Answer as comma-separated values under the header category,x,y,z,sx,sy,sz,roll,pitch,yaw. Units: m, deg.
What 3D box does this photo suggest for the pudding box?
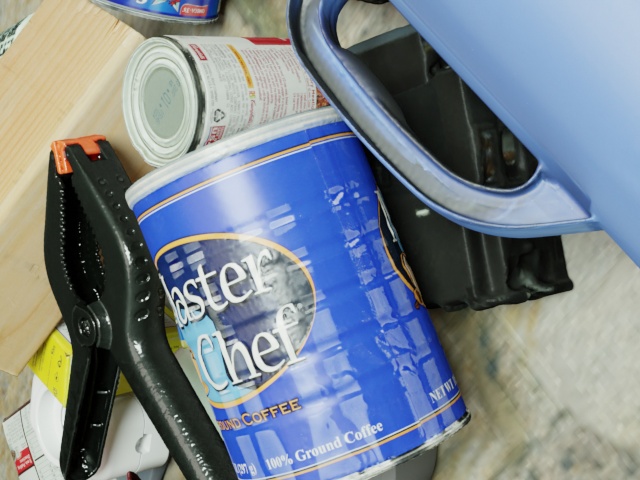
category,x,y,z,sx,sy,sz,roll,pitch,yaw
pudding box,-0.193,0.170,0.805,0.090,0.039,0.113,-35,73,44

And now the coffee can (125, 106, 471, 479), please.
category,x,y,z,sx,sy,sz,roll,pitch,yaw
coffee can,-0.010,0.027,0.452,0.103,0.102,0.140,-24,87,46

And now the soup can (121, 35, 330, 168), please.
category,x,y,z,sx,sy,sz,roll,pitch,yaw
soup can,-0.043,-0.073,0.557,0.069,0.102,0.068,10,104,46

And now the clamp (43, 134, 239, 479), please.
category,x,y,z,sx,sy,sz,roll,pitch,yaw
clamp,-0.118,0.049,0.589,0.165,0.036,0.210,-15,90,48

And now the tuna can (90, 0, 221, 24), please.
category,x,y,z,sx,sy,sz,roll,pitch,yaw
tuna can,-0.097,-0.153,0.614,0.086,0.085,0.034,33,118,39

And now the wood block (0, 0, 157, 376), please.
category,x,y,z,sx,sy,sz,roll,pitch,yaw
wood block,-0.169,-0.036,0.638,0.091,0.090,0.206,37,89,37
